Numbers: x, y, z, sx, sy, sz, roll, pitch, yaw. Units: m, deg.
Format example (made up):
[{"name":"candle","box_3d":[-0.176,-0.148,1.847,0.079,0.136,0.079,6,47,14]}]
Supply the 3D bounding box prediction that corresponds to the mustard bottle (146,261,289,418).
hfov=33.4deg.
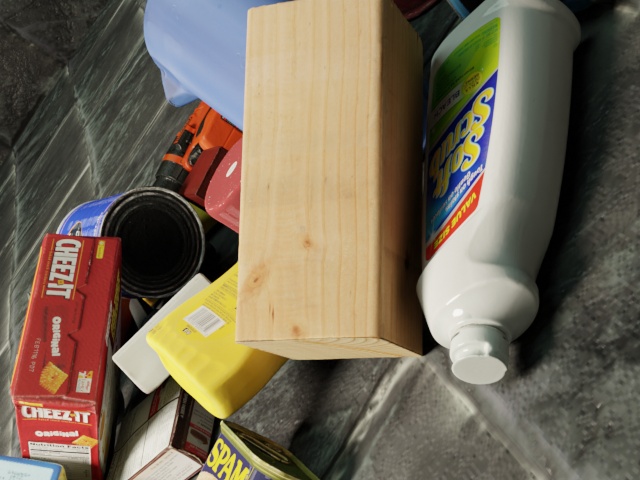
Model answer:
[{"name":"mustard bottle","box_3d":[-0.024,0.035,0.750,0.191,0.058,0.096,-40,36,-16]}]

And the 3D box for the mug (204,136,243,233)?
[{"name":"mug","box_3d":[-0.038,-0.039,0.888,0.117,0.081,0.093,-3,58,63]}]

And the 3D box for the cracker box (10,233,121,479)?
[{"name":"cracker box","box_3d":[-0.211,0.123,0.908,0.214,0.072,0.164,102,170,-49]}]

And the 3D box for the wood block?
[{"name":"wood block","box_3d":[0.010,-0.036,0.653,0.090,0.090,0.206,-4,77,21]}]

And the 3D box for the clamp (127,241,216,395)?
[{"name":"clamp","box_3d":[-0.157,0.086,1.026,0.120,0.039,0.171,-38,26,38]}]

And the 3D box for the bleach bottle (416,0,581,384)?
[{"name":"bleach bottle","box_3d":[0.103,-0.033,0.625,0.103,0.068,0.250,-39,32,44]}]

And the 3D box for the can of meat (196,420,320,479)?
[{"name":"can of meat","box_3d":[-0.048,0.173,0.680,0.084,0.057,0.102,-63,22,-3]}]

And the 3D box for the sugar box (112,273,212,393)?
[{"name":"sugar box","box_3d":[-0.119,0.076,0.867,0.093,0.048,0.176,-44,5,-8]}]

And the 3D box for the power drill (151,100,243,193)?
[{"name":"power drill","box_3d":[-0.123,-0.101,1.148,0.188,0.057,0.184,-17,45,64]}]

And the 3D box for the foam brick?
[{"name":"foam brick","box_3d":[-0.082,-0.045,0.990,0.053,0.078,0.051,-63,22,-11]}]

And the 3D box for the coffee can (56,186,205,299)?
[{"name":"coffee can","box_3d":[-0.184,0.006,1.017,0.141,0.102,0.102,-6,55,60]}]

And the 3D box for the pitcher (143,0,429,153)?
[{"name":"pitcher","box_3d":[-0.019,-0.141,0.825,0.144,0.149,0.243,-26,47,-25]}]

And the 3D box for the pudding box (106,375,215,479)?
[{"name":"pudding box","box_3d":[-0.131,0.165,0.878,0.114,0.039,0.090,-43,27,36]}]
